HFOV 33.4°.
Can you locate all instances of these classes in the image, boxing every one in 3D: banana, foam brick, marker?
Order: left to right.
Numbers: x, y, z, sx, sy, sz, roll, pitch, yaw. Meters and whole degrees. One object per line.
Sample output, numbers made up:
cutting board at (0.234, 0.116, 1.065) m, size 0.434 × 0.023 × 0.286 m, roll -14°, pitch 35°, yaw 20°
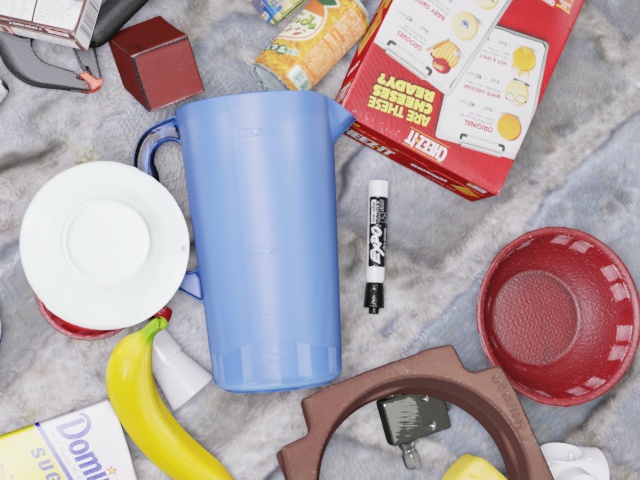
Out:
foam brick at (-0.139, -0.149, 0.897) m, size 0.053 × 0.078 × 0.051 m, roll -24°, pitch 121°, yaw -14°
banana at (-0.128, 0.145, 0.866) m, size 0.037 × 0.070 × 0.198 m, roll -66°, pitch 146°, yaw -48°
marker at (0.050, 0.006, 0.964) m, size 0.020 × 0.020 × 0.121 m, roll 4°, pitch 84°, yaw -13°

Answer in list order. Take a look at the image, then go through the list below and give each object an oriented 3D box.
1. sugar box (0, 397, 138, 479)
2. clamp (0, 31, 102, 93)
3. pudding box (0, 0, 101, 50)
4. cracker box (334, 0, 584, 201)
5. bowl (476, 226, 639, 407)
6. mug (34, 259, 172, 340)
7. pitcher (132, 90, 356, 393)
sugar box at (-0.239, 0.199, 0.860) m, size 0.176 × 0.048 × 0.093 m, roll -19°, pitch 89°, yaw -14°
clamp at (-0.260, -0.181, 0.898) m, size 0.120 × 0.039 × 0.171 m, roll -39°, pitch 97°, yaw -2°
pudding box at (-0.219, -0.219, 0.858) m, size 0.090 × 0.039 × 0.113 m, roll 13°, pitch 80°, yaw 5°
cracker box at (0.123, -0.166, 0.973) m, size 0.164 × 0.072 × 0.213 m, roll 27°, pitch 80°, yaw -9°
bowl at (0.209, 0.070, 0.977) m, size 0.162 × 0.055 × 0.162 m, roll 1°, pitch 84°, yaw -14°
mug at (-0.176, 0.040, 0.873) m, size 0.117 × 0.082 × 0.093 m, roll 28°, pitch 79°, yaw -10°
pitcher at (-0.056, 0.001, 0.890) m, size 0.144 × 0.149 × 0.243 m, roll -3°, pitch 88°, yaw -45°
